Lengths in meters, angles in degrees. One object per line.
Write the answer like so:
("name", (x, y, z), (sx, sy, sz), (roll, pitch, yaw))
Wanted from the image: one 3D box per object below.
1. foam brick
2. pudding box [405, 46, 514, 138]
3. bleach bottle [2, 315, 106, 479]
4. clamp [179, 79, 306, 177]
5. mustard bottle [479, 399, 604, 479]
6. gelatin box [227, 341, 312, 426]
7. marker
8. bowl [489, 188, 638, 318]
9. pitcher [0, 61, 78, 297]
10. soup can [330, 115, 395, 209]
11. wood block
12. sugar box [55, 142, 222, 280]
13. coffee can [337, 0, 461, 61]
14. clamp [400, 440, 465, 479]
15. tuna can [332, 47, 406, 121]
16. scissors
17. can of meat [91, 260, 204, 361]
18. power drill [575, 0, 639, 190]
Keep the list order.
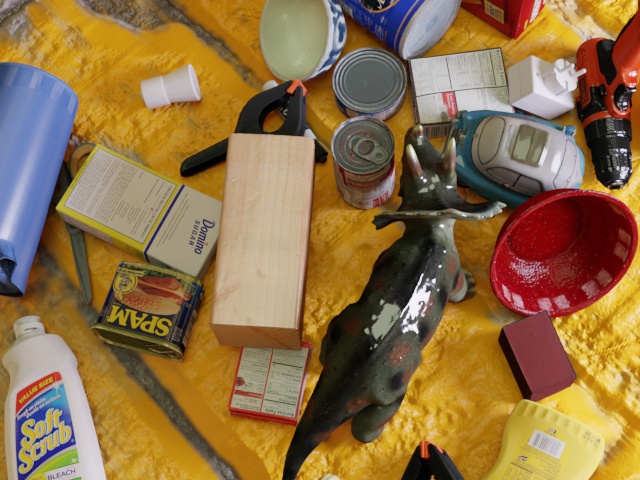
("foam brick", (0.223, 0.121, 1.101), (0.051, 0.053, 0.078), (-20, 69, -3))
("pudding box", (0.160, -0.169, 1.226), (0.113, 0.039, 0.090), (-6, 69, 0))
("bleach bottle", (-0.288, 0.199, 1.109), (0.102, 0.068, 0.251), (-18, 67, -3))
("clamp", (-0.080, -0.113, 1.216), (0.120, 0.039, 0.171), (26, 82, 9))
("mustard bottle", (0.197, 0.259, 1.047), (0.096, 0.058, 0.191), (24, 73, 23))
("gelatin box", (-0.052, 0.146, 1.126), (0.073, 0.030, 0.089), (9, 70, 6))
("marker", (-0.029, -0.136, 1.238), (0.020, 0.020, 0.121), (-33, 70, -8))
("bowl", (0.244, 0.003, 1.111), (0.162, 0.162, 0.055), (-17, 38, -2))
("pitcher", (-0.361, -0.068, 1.178), (0.149, 0.145, 0.243), (15, 73, 1))
("soup can", (0.048, -0.083, 1.167), (0.068, 0.102, 0.068), (-2, 69, 4))
("wood block", (-0.057, 0.001, 1.113), (0.090, 0.091, 0.206), (3, 71, 3))
("sugar box", (-0.193, -0.029, 1.189), (0.176, 0.048, 0.093), (27, 73, 5))
("coffee can", (0.079, -0.291, 1.244), (0.140, 0.103, 0.102), (41, 77, 18))
("clamp", (0.099, 0.301, 1.033), (0.165, 0.036, 0.210), (-26, 50, 29))
("tuna can", (0.057, -0.179, 1.239), (0.086, 0.034, 0.086), (-2, 69, 4))
("scissors", (-0.266, -0.032, 1.219), (0.096, 0.016, 0.202), (-29, 70, -7))
("can of meat", (-0.183, 0.075, 1.151), (0.102, 0.057, 0.084), (14, 68, 9))
("power drill", (0.332, -0.168, 1.133), (0.057, 0.188, 0.184), (2, 67, -14))
